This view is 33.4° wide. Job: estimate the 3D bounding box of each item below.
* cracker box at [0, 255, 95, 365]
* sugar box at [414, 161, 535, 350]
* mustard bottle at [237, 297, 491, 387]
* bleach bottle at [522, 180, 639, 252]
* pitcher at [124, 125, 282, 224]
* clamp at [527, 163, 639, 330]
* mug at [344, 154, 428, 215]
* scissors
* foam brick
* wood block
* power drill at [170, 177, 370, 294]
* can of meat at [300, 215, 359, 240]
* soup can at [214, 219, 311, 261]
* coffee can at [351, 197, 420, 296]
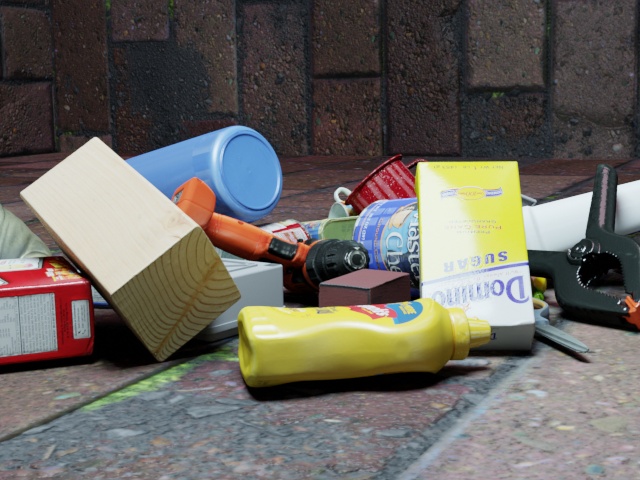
[{"bbox_3d":[-0.310,0.063,0.899,0.213,0.072,0.164,-5,9,-21],"label":"cracker box"},{"bbox_3d":[0.130,0.010,0.920,0.093,0.048,0.176,-1,51,3],"label":"sugar box"},{"bbox_3d":[0.036,0.075,0.810,0.191,0.058,0.096,-2,3,-10],"label":"mustard bottle"},{"bbox_3d":[0.338,-0.035,1.133,0.251,0.068,0.102,-17,-10,11],"label":"bleach bottle"},{"bbox_3d":[-0.166,-0.046,1.247,0.243,0.149,0.144,-15,-17,42],"label":"pitcher"},{"bbox_3d":[0.245,0.022,1.022,0.165,0.036,0.210,-33,33,12],"label":"clamp"},{"bbox_3d":[0.099,-0.051,1.307,0.117,0.081,0.093,-38,-9,-15],"label":"mug"},{"bbox_3d":[0.171,0.074,0.940,0.096,0.016,0.201,-2,8,4],"label":"scissors"},{"bbox_3d":[0.040,0.058,0.945,0.051,0.053,0.078,4,9,32],"label":"foam brick"},{"bbox_3d":[-0.168,0.002,0.926,0.090,0.090,0.206,-39,42,-13],"label":"wood block"},{"bbox_3d":[-0.057,0.001,1.055,0.187,0.057,0.185,25,-15,-16],"label":"power drill"},{"bbox_3d":[0.015,0.001,1.266,0.101,0.057,0.084,-7,-1,-37],"label":"can of meat"},{"bbox_3d":[-0.065,0.016,1.198,0.069,0.068,0.102,6,11,41],"label":"soup can"},{"bbox_3d":[0.114,0.006,1.058,0.102,0.103,0.141,-8,4,-41],"label":"coffee can"}]
